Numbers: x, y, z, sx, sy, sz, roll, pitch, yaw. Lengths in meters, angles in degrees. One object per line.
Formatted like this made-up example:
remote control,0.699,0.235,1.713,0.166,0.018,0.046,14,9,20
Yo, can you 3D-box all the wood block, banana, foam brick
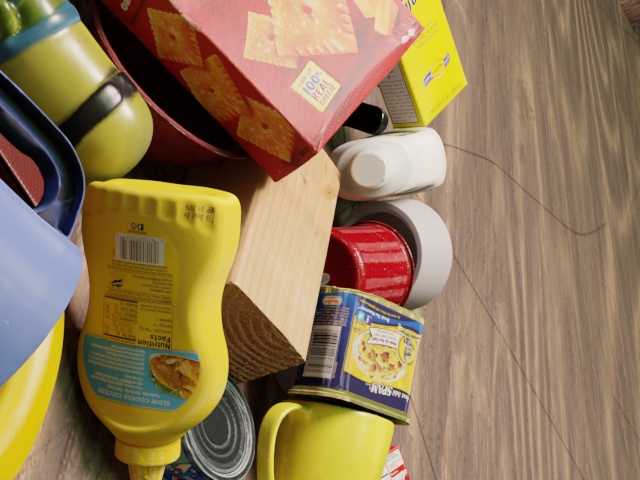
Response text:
wood block,-0.055,0.000,0.810,0.090,0.091,0.206,51,33,-31
banana,-0.174,0.081,0.583,0.197,0.037,0.069,-76,161,-53
foam brick,-0.189,-0.041,0.640,0.078,0.051,0.053,60,28,-17

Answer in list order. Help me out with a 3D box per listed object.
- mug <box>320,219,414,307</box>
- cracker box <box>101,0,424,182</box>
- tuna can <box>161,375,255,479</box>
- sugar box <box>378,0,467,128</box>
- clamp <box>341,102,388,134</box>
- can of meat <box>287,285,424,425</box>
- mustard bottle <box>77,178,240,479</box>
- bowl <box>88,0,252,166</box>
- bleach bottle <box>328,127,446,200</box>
mug,0.015,0.021,0.941,0.117,0.093,0.081,45,24,24
cracker box,-0.046,-0.175,0.766,0.213,0.072,0.164,47,55,-10
tuna can,-0.082,0.130,0.732,0.086,0.034,0.086,40,39,-43
sugar box,0.080,-0.206,1.020,0.093,0.048,0.176,-47,127,-39
clamp,-0.011,-0.132,0.985,0.120,0.039,0.171,27,1,-14
can of meat,0.030,0.088,0.812,0.101,0.058,0.084,26,70,-42
mustard bottle,-0.103,0.061,0.659,0.058,0.096,0.192,-21,117,-70
bowl,-0.119,-0.108,0.784,0.162,0.055,0.162,40,25,-23
bleach bottle,0.063,-0.070,0.990,0.250,0.102,0.068,-34,115,-81
